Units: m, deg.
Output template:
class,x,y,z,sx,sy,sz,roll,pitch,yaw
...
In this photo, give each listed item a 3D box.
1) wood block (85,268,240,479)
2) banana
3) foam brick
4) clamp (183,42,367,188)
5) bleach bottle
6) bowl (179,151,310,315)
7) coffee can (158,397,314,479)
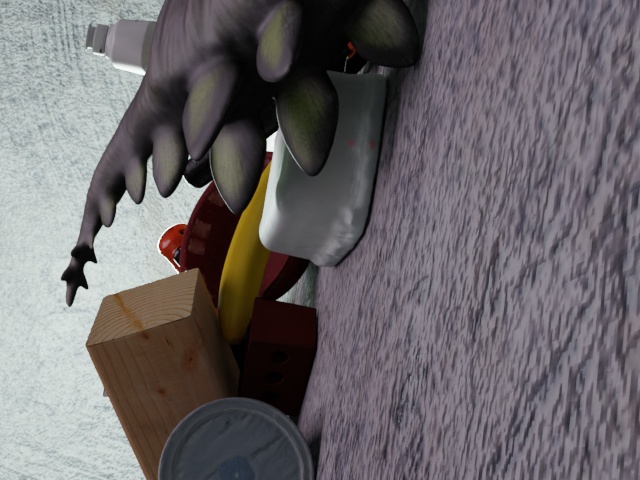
class,x,y,z,sx,sy,sz,roll,pitch,yaw
wood block,-0.111,0.142,0.894,0.091,0.090,0.206,-92,-16,-67
banana,-0.047,-0.009,0.905,0.198,0.037,0.070,-64,23,-1
foam brick,-0.035,0.094,0.861,0.051,0.053,0.078,-88,9,-54
clamp,-0.025,-0.109,0.833,0.036,0.164,0.210,56,159,4
bleach bottle,-0.113,-0.184,1.099,0.102,0.250,0.068,-157,77,-84
bowl,-0.056,0.001,0.986,0.162,0.055,0.162,-22,55,36
coffee can,-0.065,0.175,0.762,0.140,0.102,0.103,116,163,-70
